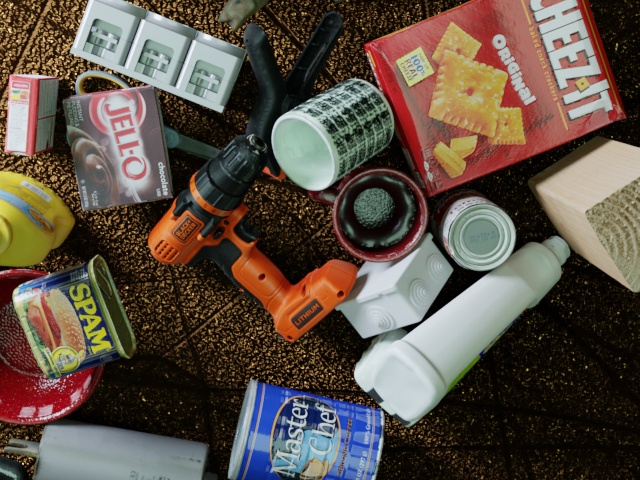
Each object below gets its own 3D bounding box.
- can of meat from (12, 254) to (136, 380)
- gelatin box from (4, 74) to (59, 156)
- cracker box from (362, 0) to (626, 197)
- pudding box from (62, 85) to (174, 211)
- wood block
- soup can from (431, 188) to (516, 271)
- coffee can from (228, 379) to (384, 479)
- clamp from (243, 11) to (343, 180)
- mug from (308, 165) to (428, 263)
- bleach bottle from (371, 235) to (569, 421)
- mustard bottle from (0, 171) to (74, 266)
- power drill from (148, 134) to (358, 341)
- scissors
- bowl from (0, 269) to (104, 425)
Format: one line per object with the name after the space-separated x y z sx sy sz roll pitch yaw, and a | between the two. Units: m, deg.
-0.236 0.076 1.026 0.084 0.057 0.102 -18 100 4 | can of meat
-0.278 -0.123 1.029 0.030 0.089 0.073 7 100 -3 | gelatin box
0.171 -0.157 1.052 0.213 0.072 0.164 -22 101 1 | cracker box
-0.196 -0.091 1.047 0.090 0.039 0.113 -9 102 0 | pudding box
0.279 -0.031 1.010 0.091 0.206 0.090 -34 100 4 | wood block
0.151 -0.011 1.062 0.068 0.102 0.068 0 100 -2 | soup can
-0.015 0.208 1.093 0.140 0.103 0.103 13 99 -5 | coffee can
-0.027 -0.144 1.043 0.120 0.039 0.171 -22 135 -32 | clamp
0.044 -0.034 1.063 0.117 0.081 0.093 15 99 -5 | mug
0.161 0.070 1.044 0.250 0.103 0.068 -37 76 -27 | bleach bottle
-0.292 -0.017 0.995 0.096 0.191 0.058 35 97 -8 | mustard bottle
-0.057 0.001 1.046 0.187 0.057 0.185 39 129 -9 | power drill
-0.169 -0.092 1.077 0.201 0.016 0.096 36 98 -8 | scissors
-0.295 0.103 1.086 0.162 0.055 0.162 0 100 -2 | bowl
